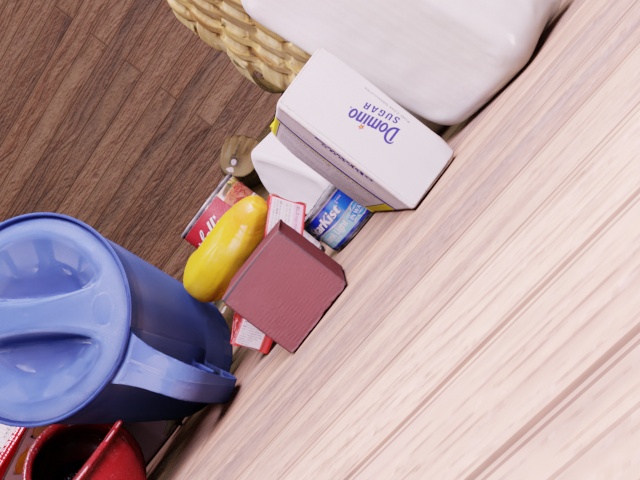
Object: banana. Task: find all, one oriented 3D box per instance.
[{"bbox_3d":[-0.070,0.010,0.743,0.198,0.037,0.069,163,124,-78],"label":"banana"}]

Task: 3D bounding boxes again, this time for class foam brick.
[{"bbox_3d":[-0.020,0.025,0.631,0.053,0.051,0.078,-51,4,5],"label":"foam brick"}]

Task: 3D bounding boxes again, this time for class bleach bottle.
[{"bbox_3d":[0.057,-0.127,0.916,0.250,0.103,0.068,-47,-43,-21],"label":"bleach bottle"}]

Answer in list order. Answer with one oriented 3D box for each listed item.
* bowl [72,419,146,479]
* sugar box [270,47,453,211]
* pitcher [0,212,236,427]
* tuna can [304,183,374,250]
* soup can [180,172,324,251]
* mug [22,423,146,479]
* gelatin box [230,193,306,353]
[{"bbox_3d":[-0.152,0.191,0.652,0.162,0.055,0.162,-52,4,4],"label":"bowl"},{"bbox_3d":[0.019,-0.060,0.639,0.048,0.093,0.176,-53,5,-4],"label":"sugar box"},{"bbox_3d":[-0.140,0.074,0.760,0.145,0.149,0.242,-26,-17,9],"label":"pitcher"},{"bbox_3d":[0.024,-0.034,0.775,0.086,0.033,0.086,-52,4,5],"label":"tuna can"},{"bbox_3d":[-0.056,0.001,0.892,0.068,0.102,0.068,-52,4,5],"label":"soup can"},{"bbox_3d":[-0.187,0.183,0.853,0.082,0.093,0.117,124,161,-62],"label":"mug"},{"bbox_3d":[-0.036,0.021,0.738,0.089,0.030,0.073,-87,16,-54],"label":"gelatin box"}]
